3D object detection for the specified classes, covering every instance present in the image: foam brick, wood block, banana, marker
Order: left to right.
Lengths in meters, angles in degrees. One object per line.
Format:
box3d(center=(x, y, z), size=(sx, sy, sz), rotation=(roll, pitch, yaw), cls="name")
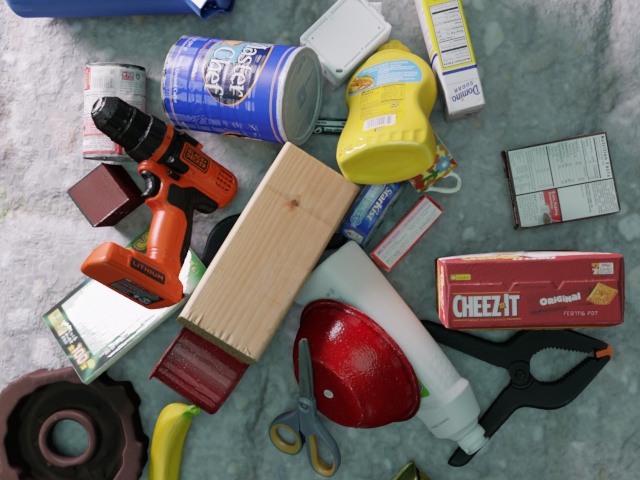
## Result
box3d(center=(-0.233, -0.049, 1.166), size=(0.053, 0.078, 0.051), rotation=(-38, 88, 6), cls="foam brick")
box3d(center=(-0.168, 0.255, 1.170), size=(0.037, 0.070, 0.198), rotation=(5, 108, -18), cls="banana")
box3d(center=(-0.055, 0.015, 1.095), size=(0.091, 0.090, 0.206), rotation=(32, 78, -5), cls="wood block")
box3d(center=(-0.015, -0.127, 1.177), size=(0.121, 0.020, 0.020), rotation=(3, 91, 4), cls="marker")

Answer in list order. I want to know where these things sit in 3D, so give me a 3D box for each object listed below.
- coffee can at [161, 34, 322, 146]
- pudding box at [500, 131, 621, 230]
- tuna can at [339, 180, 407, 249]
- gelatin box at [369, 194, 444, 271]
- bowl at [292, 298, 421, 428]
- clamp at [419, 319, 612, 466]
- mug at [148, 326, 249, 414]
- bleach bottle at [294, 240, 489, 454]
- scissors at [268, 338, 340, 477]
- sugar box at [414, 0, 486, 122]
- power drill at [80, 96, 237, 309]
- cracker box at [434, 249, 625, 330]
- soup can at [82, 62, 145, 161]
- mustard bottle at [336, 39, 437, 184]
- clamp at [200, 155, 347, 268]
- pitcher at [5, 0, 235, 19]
box3d(center=(-0.081, -0.159, 1.122), size=(0.140, 0.102, 0.103), rotation=(10, 91, 21), cls="coffee can")
box3d(center=(0.258, -0.063, 1.148), size=(0.113, 0.039, 0.090), rotation=(-10, 89, 3), cls="pudding box")
box3d(center=(0.056, -0.035, 1.140), size=(0.034, 0.086, 0.086), rotation=(34, 93, 4), cls="tuna can")
box3d(center=(0.092, -0.007, 1.143), size=(0.030, 0.073, 0.089), rotation=(42, 93, 2), cls="gelatin box")
box3d(center=(0.024, 0.141, 1.107), size=(0.162, 0.162, 0.055), rotation=(48, 58, 2), cls="bowl")
box3d(center=(0.207, 0.135, 1.155), size=(0.210, 0.036, 0.164), rotation=(-23, 90, 8), cls="clamp")
box3d(center=(-0.120, 0.125, 1.153), size=(0.081, 0.093, 0.117), rotation=(35, 100, -2), cls="mug")
box3d(center=(0.081, 0.122, 1.128), size=(0.068, 0.103, 0.251), rotation=(-38, 86, -32), cls="bleach bottle")
box3d(center=(-0.029, 0.173, 1.127), size=(0.096, 0.016, 0.202), rotation=(7, 129, 33), cls="scissors")
box3d(center=(0.133, -0.218, 1.128), size=(0.048, 0.093, 0.176), rotation=(-16, 90, 4), cls="sugar box")
box3d(center=(-0.180, -0.037, 1.101), size=(0.184, 0.057, 0.187), rotation=(33, 58, -30), cls="power drill")
box3d(center=(0.199, 0.048, 1.065), size=(0.164, 0.213, 0.072), rotation=(-2, 90, 4), cls="cracker box")
box3d(center=(-0.226, -0.139, 1.169), size=(0.068, 0.068, 0.102), rotation=(1, 90, 4), cls="soup can")
box3d(center=(0.072, -0.144, 1.108), size=(0.096, 0.058, 0.191), rotation=(-11, 45, 19), cls="mustard bottle")
box3d(center=(-0.058, 0.001, 1.174), size=(0.171, 0.039, 0.120), rotation=(-44, 84, 3), cls="clamp")
box3d(center=(-0.215, -0.310, 1.144), size=(0.243, 0.149, 0.145), rotation=(-3, 112, 7), cls="pitcher")
